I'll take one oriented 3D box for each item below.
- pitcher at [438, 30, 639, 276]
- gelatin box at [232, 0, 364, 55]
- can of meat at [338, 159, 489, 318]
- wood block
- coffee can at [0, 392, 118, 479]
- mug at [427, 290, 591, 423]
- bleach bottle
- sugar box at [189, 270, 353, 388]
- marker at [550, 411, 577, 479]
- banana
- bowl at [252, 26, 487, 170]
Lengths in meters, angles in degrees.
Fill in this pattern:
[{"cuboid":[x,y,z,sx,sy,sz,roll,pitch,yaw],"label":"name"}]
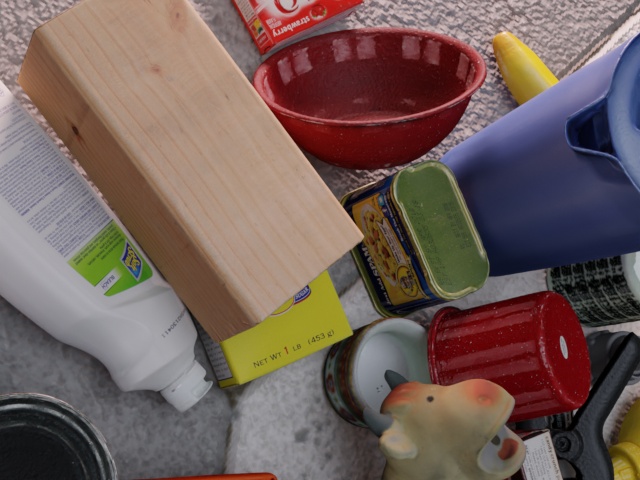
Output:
[{"cuboid":[0.185,-0.045,0.730,0.149,0.243,0.145,42,66,-12],"label":"pitcher"},{"cuboid":[-0.021,-0.188,0.785,0.089,0.030,0.073,-30,93,-26],"label":"gelatin box"},{"cuboid":[0.066,0.000,0.756,0.057,0.084,0.102,-23,89,-27],"label":"can of meat"},{"cuboid":[-0.081,-0.049,0.648,0.090,0.091,0.206,-38,94,-25],"label":"wood block"},{"cuboid":[-0.184,0.136,0.575,0.102,0.141,0.103,7,77,-33],"label":"coffee can"},{"cuboid":[0.136,0.077,0.734,0.117,0.082,0.093,-41,110,-55],"label":"mug"},{"cuboid":[-0.162,0.010,0.652,0.251,0.068,0.102,49,37,-10],"label":"bleach bottle"},{"cuboid":[-0.055,0.001,0.722,0.093,0.048,0.176,-22,90,-26],"label":"sugar box"},{"cuboid":[0.186,0.149,0.816,0.020,0.020,0.121,2,78,-24],"label":"marker"},{"cuboid":[0.216,-0.098,0.874,0.197,0.037,0.069,27,52,-19],"label":"banana"},{"cuboid":[0.035,-0.095,0.747,0.161,0.162,0.055,-24,126,-27],"label":"bowl"}]
